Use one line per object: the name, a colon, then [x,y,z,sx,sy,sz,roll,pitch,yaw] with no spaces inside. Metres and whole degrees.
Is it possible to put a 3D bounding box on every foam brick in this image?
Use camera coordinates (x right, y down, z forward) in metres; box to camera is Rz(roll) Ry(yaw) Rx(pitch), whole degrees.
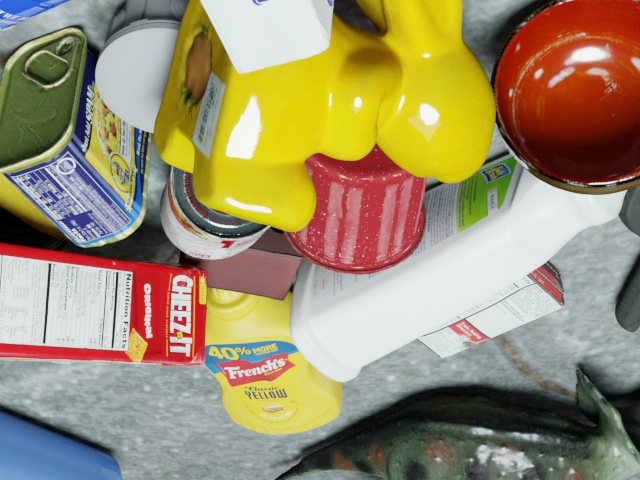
foam brick: [-0.055,0.001,0.731,0.078,0.053,0.051,10,140,-12]

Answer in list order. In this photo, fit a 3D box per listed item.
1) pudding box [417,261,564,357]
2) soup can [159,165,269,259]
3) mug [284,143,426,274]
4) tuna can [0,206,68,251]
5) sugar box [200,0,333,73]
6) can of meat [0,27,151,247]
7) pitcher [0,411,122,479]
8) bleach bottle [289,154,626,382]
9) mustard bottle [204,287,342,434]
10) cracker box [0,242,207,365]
pudding box: [0.107,0.035,0.780,0.114,0.039,0.090,-29,131,29]
soup can: [-0.060,-0.026,0.643,0.068,0.068,0.102,10,170,-11]
mug: [0.013,-0.046,0.647,0.117,0.093,0.081,31,147,19]
tuna can: [-0.204,-0.025,0.716,0.086,0.033,0.086,1,141,0]
sugar box: [-0.022,-0.162,0.432,0.048,0.176,0.093,-12,139,15]
can of meat: [-0.143,-0.058,0.624,0.057,0.102,0.084,-16,140,18]
pitcher: [-0.308,0.214,0.941,0.242,0.145,0.149,27,165,-33]
bleach bottle: [0.097,0.001,0.686,0.251,0.102,0.068,-28,124,29]
mustard bottle: [-0.048,0.080,0.822,0.096,0.058,0.191,-4,140,14]
cracker box: [-0.202,0.039,0.664,0.164,0.072,0.213,-3,171,42]
